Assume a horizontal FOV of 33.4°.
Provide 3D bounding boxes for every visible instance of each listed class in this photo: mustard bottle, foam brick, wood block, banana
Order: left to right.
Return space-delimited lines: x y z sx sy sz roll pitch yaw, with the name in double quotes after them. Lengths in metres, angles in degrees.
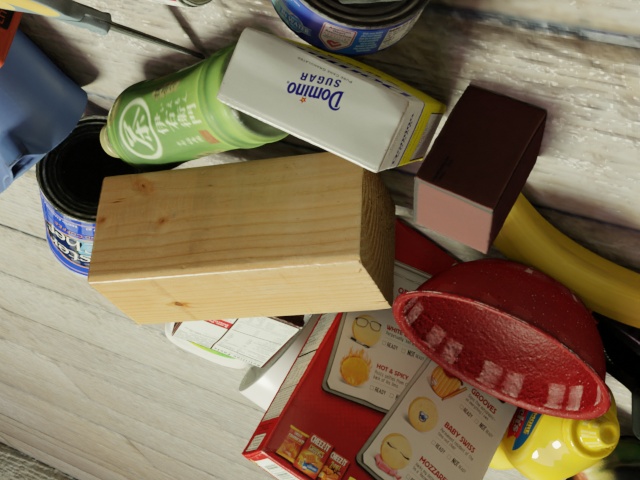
-0.055 0.001 0.791 0.206 0.090 0.090 -5 153 17 "wood block"
0.095 -0.044 0.645 0.053 0.078 0.051 25 156 17 "foam brick"
0.181 0.143 0.841 0.058 0.096 0.192 41 168 -7 "mustard bottle"
0.180 0.018 0.717 0.197 0.037 0.070 32 158 -5 "banana"

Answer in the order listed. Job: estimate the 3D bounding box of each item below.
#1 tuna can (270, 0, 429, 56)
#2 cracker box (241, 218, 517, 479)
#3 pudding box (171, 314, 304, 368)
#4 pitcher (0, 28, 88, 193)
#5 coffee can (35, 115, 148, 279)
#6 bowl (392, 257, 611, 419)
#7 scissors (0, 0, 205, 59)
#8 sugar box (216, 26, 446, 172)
0.016 -0.138 0.542 0.086 0.086 0.034 31 157 -2 "tuna can"
0.062 0.118 0.830 0.164 0.213 0.072 35 157 -10 "cracker box"
-0.069 0.063 0.902 0.090 0.039 0.114 21 152 -12 "pudding box"
-0.313 -0.158 0.844 0.149 0.145 0.242 -12 130 39 "pitcher"
-0.200 -0.035 0.964 0.103 0.102 0.140 29 156 2 "coffee can"
0.133 0.060 0.741 0.162 0.055 0.162 26 160 10 "bowl"
-0.167 -0.148 0.697 0.096 0.016 0.201 15 -177 26 "scissors"
0.014 -0.079 0.601 0.093 0.048 0.176 25 -171 8 "sugar box"
